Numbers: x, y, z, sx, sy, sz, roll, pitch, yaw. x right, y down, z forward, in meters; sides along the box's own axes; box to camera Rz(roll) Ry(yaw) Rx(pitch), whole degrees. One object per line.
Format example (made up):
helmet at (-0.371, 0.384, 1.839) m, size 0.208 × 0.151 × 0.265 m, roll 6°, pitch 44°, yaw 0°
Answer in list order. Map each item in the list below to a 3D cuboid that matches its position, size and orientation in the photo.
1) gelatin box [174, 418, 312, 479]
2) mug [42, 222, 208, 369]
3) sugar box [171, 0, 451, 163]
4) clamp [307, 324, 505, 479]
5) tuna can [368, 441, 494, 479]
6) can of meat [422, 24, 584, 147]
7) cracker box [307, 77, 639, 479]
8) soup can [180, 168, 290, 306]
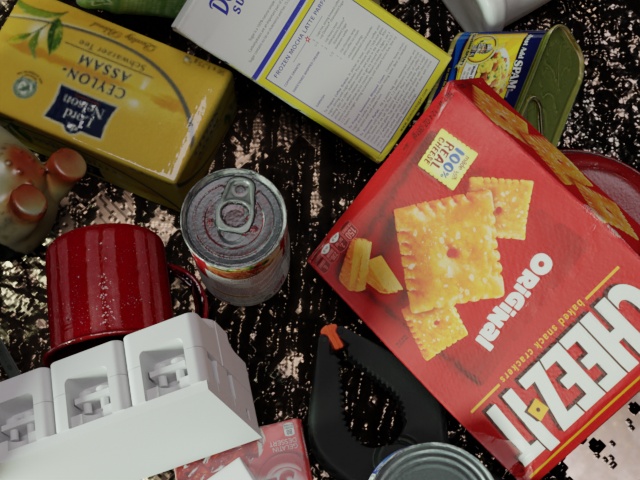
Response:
gelatin box at (-0.049, 0.164, 0.707) m, size 0.089 × 0.030 × 0.073 m, roll -11°, pitch 73°, yaw -2°
mug at (-0.131, 0.040, 0.724) m, size 0.117 × 0.093 × 0.081 m, roll 2°, pitch 65°, yaw -27°
sugar box at (-0.006, -0.139, 0.750) m, size 0.176 × 0.048 × 0.093 m, roll 32°, pitch 93°, yaw -15°
clamp at (0.045, 0.156, 0.706) m, size 0.164 × 0.036 × 0.210 m, roll -33°, pitch 79°, yaw -10°
tuna can at (0.069, 0.170, 0.667) m, size 0.086 × 0.034 × 0.086 m, roll 1°, pitch 79°, yaw -3°
can of meat at (0.128, -0.102, 0.760) m, size 0.084 × 0.057 × 0.102 m, roll 8°, pitch 67°, yaw 41°
cracker box at (0.117, 0.026, 0.687) m, size 0.214 × 0.072 × 0.164 m, roll 46°, pitch 117°, yaw 14°
soup can at (-0.055, 0.001, 0.722) m, size 0.068 × 0.102 × 0.068 m, roll 0°, pitch 72°, yaw 0°
